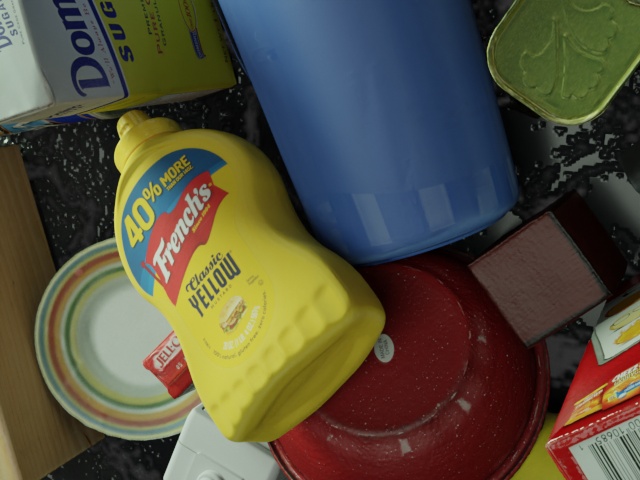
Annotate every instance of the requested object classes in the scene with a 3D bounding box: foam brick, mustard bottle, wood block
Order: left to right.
[{"bbox_3d":[-0.227,0.051,0.691,0.090,0.090,0.206,-12,97,25],"label":"wood block"},{"bbox_3d":[-0.054,0.001,0.539,0.096,0.058,0.192,-49,58,20],"label":"mustard bottle"},{"bbox_3d":[0.118,0.012,0.545,0.053,0.078,0.051,-37,85,23],"label":"foam brick"}]

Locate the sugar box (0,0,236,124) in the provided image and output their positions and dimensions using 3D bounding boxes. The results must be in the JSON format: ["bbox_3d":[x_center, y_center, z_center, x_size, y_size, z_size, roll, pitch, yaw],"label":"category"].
[{"bbox_3d":[-0.113,-0.116,0.559,0.048,0.176,0.093,-13,96,25],"label":"sugar box"}]

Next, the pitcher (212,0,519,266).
[{"bbox_3d":[0.009,-0.115,0.546,0.145,0.149,0.243,-18,98,10],"label":"pitcher"}]

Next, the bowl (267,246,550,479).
[{"bbox_3d":[0.036,0.064,0.557,0.162,0.055,0.162,-7,64,14],"label":"bowl"}]

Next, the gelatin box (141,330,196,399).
[{"bbox_3d":[-0.057,0.051,0.611,0.073,0.089,0.030,-45,83,5],"label":"gelatin box"}]
